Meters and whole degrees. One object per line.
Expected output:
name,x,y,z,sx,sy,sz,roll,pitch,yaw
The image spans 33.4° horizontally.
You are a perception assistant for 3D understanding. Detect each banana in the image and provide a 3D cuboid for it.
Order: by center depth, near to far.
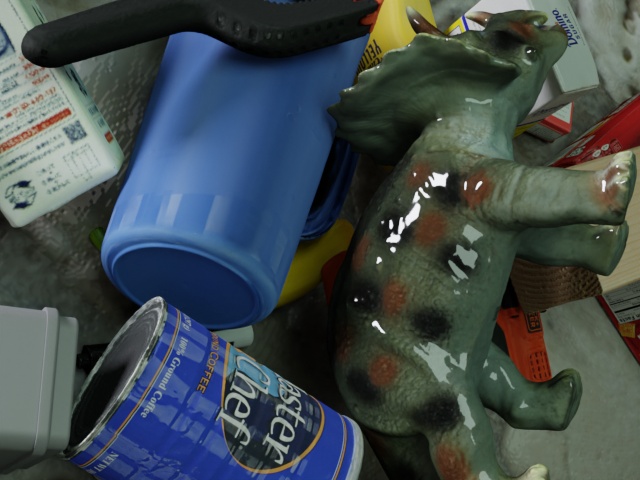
banana,-0.055,0.019,0.727,0.197,0.037,0.069,-1,76,-31

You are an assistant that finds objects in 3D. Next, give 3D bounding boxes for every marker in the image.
marker,-0.100,0.069,0.695,0.120,0.020,0.020,-7,77,-32

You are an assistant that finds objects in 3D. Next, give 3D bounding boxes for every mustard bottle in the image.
mustard bottle,0.065,-0.105,0.783,0.058,0.096,0.192,-5,64,-36

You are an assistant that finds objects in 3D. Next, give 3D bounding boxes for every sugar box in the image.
sugar box,0.123,-0.119,0.794,0.048,0.177,0.093,-16,82,-33

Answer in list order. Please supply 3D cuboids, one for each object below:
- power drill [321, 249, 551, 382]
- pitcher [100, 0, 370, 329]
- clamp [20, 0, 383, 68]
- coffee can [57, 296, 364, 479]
power drill,0.090,0.037,0.778,0.187,0.057,0.184,-6,79,-41
pitcher,-0.046,-0.063,0.689,0.149,0.145,0.242,15,57,-1
clamp,-0.068,-0.145,0.627,0.210,0.036,0.164,13,54,-6
coffee can,-0.061,0.112,0.604,0.140,0.103,0.102,35,59,-17
